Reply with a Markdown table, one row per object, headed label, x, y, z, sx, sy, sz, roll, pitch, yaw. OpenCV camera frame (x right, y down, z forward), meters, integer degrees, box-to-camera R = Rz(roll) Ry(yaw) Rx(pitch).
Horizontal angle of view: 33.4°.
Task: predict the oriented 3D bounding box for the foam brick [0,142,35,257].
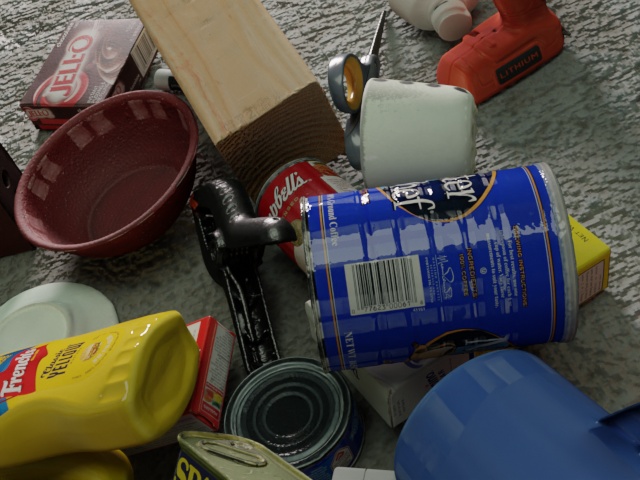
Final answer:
| label | x | y | z | sx | sy | sz | roll | pitch | yaw |
| --- | --- | --- | --- | --- | --- | --- | --- | --- | --- |
| foam brick | -0.265 | -0.030 | 0.857 | 0.051 | 0.078 | 0.053 | -13 | 50 | 8 |

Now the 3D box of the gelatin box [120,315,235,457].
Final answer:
| label | x | y | z | sx | sy | sz | roll | pitch | yaw |
| --- | --- | --- | --- | --- | --- | --- | --- | --- | --- |
| gelatin box | -0.101 | 0.098 | 0.703 | 0.089 | 0.030 | 0.073 | -23 | 42 | 32 |

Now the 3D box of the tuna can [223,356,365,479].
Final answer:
| label | x | y | z | sx | sy | sz | roll | pitch | yaw |
| --- | --- | --- | --- | --- | --- | --- | --- | --- | --- |
| tuna can | -0.017 | 0.116 | 0.672 | 0.086 | 0.033 | 0.086 | -10 | 48 | 11 |

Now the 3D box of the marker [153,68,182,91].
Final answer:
| label | x | y | z | sx | sy | sz | roll | pitch | yaw |
| --- | --- | --- | --- | --- | --- | --- | --- | --- | --- |
| marker | -0.090 | -0.135 | 0.924 | 0.121 | 0.020 | 0.020 | 9 | 54 | 26 |

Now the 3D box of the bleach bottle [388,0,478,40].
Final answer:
| label | x | y | z | sx | sy | sz | roll | pitch | yaw |
| --- | --- | --- | --- | --- | --- | --- | --- | --- | --- |
| bleach bottle | 0.091 | -0.267 | 0.946 | 0.102 | 0.068 | 0.251 | -19 | 49 | 4 |

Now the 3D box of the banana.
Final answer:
| label | x | y | z | sx | sy | sz | roll | pitch | yaw |
| --- | --- | --- | --- | --- | --- | --- | --- | --- | --- |
| banana | -0.194 | 0.153 | 0.687 | 0.198 | 0.069 | 0.037 | -7 | 89 | 24 |

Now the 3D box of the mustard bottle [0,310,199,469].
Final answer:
| label | x | y | z | sx | sy | sz | roll | pitch | yaw |
| --- | --- | --- | --- | --- | --- | --- | --- | --- | --- |
| mustard bottle | -0.174 | 0.099 | 0.666 | 0.192 | 0.058 | 0.096 | -15 | 28 | 23 |

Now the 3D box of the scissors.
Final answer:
| label | x | y | z | sx | sy | sz | roll | pitch | yaw |
| --- | --- | --- | --- | --- | --- | --- | --- | --- | --- |
| scissors | 0.032 | -0.145 | 0.845 | 0.016 | 0.096 | 0.201 | -9 | 52 | 19 |

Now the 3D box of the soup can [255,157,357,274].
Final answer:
| label | x | y | z | sx | sy | sz | roll | pitch | yaw |
| --- | --- | --- | --- | --- | --- | --- | --- | --- | --- |
| soup can | 0.009 | -0.004 | 0.743 | 0.068 | 0.068 | 0.102 | -36 | 48 | -12 |

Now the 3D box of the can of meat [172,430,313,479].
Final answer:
| label | x | y | z | sx | sy | sz | roll | pitch | yaw |
| --- | --- | --- | --- | --- | --- | --- | --- | --- | --- |
| can of meat | -0.049 | 0.163 | 0.594 | 0.102 | 0.057 | 0.084 | 19 | 95 | 57 |

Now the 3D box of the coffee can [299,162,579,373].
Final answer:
| label | x | y | z | sx | sy | sz | roll | pitch | yaw |
| --- | --- | --- | --- | --- | --- | --- | --- | --- | --- |
| coffee can | 0.065 | 0.016 | 0.605 | 0.140 | 0.103 | 0.103 | -8 | 48 | 2 |

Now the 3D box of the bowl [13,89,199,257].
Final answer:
| label | x | y | z | sx | sy | sz | roll | pitch | yaw |
| --- | --- | --- | --- | --- | --- | --- | --- | --- | --- |
| bowl | -0.157 | -0.042 | 0.837 | 0.162 | 0.055 | 0.162 | -14 | 48 | 16 |

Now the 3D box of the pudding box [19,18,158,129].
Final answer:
| label | x | y | z | sx | sy | sz | roll | pitch | yaw |
| --- | --- | --- | --- | --- | --- | --- | --- | --- | --- |
| pudding box | -0.206 | -0.150 | 0.965 | 0.090 | 0.039 | 0.113 | 4 | 52 | 23 |

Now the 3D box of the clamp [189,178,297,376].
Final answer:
| label | x | y | z | sx | sy | sz | roll | pitch | yaw |
| --- | --- | --- | --- | --- | --- | --- | --- | --- | --- |
| clamp | -0.055 | 0.001 | 0.738 | 0.039 | 0.120 | 0.171 | -2 | 38 | -27 |

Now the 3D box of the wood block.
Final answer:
| label | x | y | z | sx | sy | sz | roll | pitch | yaw |
| --- | --- | --- | --- | --- | --- | --- | --- | --- | --- |
| wood block | -0.070 | -0.141 | 0.851 | 0.090 | 0.090 | 0.206 | -32 | 55 | 0 |

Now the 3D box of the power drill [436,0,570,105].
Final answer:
| label | x | y | z | sx | sy | sz | roll | pitch | yaw |
| --- | --- | --- | --- | --- | --- | --- | --- | --- | --- |
| power drill | 0.111 | -0.192 | 0.787 | 0.184 | 0.187 | 0.057 | -32 | 49 | -11 |

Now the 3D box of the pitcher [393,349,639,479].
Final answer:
| label | x | y | z | sx | sy | sz | roll | pitch | yaw |
| --- | --- | --- | --- | --- | --- | --- | --- | --- | --- |
| pitcher | 0.148 | 0.153 | 0.515 | 0.149 | 0.145 | 0.243 | -33 | 45 | -12 |

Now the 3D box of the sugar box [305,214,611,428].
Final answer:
| label | x | y | z | sx | sy | sz | roll | pitch | yaw |
| --- | --- | --- | --- | --- | --- | --- | --- | --- | --- |
| sugar box | 0.088 | 0.034 | 0.684 | 0.176 | 0.048 | 0.093 | -29 | 49 | -19 |
